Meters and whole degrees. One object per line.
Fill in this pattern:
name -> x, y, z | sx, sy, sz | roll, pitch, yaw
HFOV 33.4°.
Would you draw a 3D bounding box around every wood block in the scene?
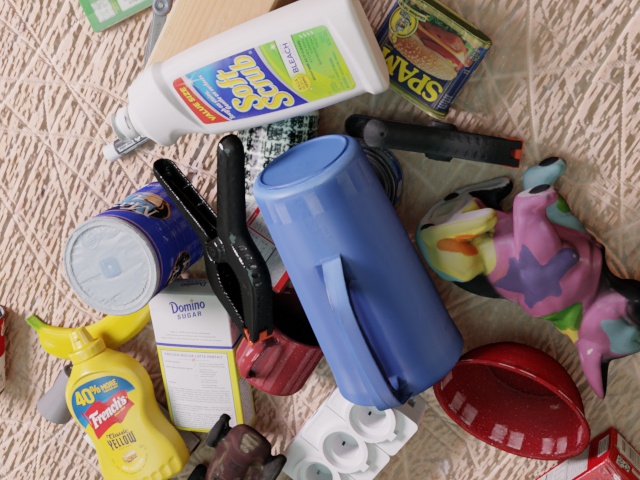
wood block -> -0.080, -0.223, 1.022 | 0.091, 0.090, 0.206 | 33, 115, 5

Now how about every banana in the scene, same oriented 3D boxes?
banana -> -0.251, 0.095, 1.214 | 0.198, 0.037, 0.069 | -19, 102, 22

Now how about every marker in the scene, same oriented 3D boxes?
marker -> -0.179, -0.117, 1.128 | 0.121, 0.020, 0.020 | -26, 99, 24

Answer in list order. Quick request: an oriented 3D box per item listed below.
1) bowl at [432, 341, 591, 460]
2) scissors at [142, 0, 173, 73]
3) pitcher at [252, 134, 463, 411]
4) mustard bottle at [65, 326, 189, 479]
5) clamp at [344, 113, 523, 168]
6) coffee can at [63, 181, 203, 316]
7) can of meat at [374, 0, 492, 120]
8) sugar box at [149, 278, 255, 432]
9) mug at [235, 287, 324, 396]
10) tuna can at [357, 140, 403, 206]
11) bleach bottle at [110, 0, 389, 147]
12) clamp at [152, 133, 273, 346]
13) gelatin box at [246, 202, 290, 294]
bowl -> 0.196, 0.150, 1.059 | 0.162, 0.055, 0.162 | 21, 146, 15
scissors -> -0.139, -0.242, 1.061 | 0.096, 0.016, 0.202 | 2, 105, 9
pitcher -> 0.032, 0.032, 0.998 | 0.149, 0.144, 0.243 | 12, 135, 55
mustard bottle -> -0.227, 0.183, 1.185 | 0.096, 0.058, 0.191 | -23, 98, 16
clamp -> 0.107, -0.092, 0.990 | 0.171, 0.120, 0.039 | 7, 104, 0
coffee can -> -0.187, 0.005, 1.106 | 0.103, 0.140, 0.103 | 6, 110, 16
can of meat -> 0.099, -0.177, 0.999 | 0.102, 0.057, 0.084 | 35, 113, 4
sugar box -> -0.129, 0.127, 1.175 | 0.093, 0.048, 0.176 | 2, 113, 16
mug -> -0.044, 0.112, 1.114 | 0.093, 0.117, 0.082 | 40, 121, 16
tuna can -> 0.038, -0.057, 1.071 | 0.086, 0.033, 0.086 | 6, 110, 16
bleach bottle -> -0.071, -0.140, 0.969 | 0.251, 0.068, 0.102 | -20, 117, 14
clamp -> -0.098, 0.000, 1.047 | 0.165, 0.036, 0.210 | 4, 113, 56
gelatin box -> -0.057, 0.001, 1.108 | 0.089, 0.030, 0.073 | 34, 84, 4
